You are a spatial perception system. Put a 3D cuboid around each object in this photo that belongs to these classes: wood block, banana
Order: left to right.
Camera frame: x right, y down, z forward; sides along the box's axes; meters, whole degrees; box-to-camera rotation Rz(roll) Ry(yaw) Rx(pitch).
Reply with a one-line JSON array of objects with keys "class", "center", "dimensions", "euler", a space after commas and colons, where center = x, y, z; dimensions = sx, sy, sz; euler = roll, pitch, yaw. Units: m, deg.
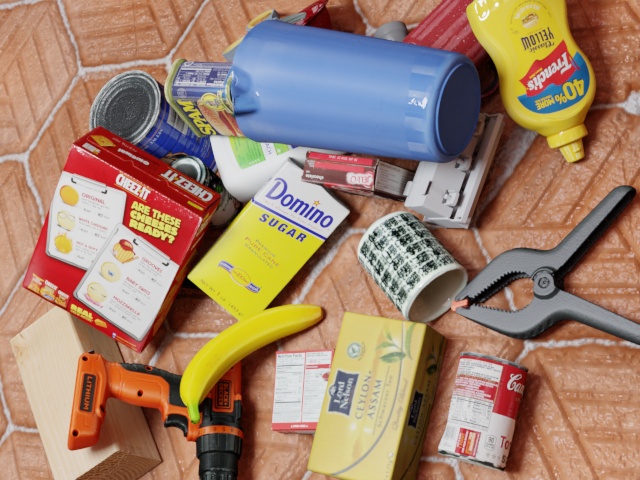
[{"class": "wood block", "center": [-0.277, 0.188, 1.253], "dimensions": [0.091, 0.090, 0.206], "euler": [-36, 59, 13]}, {"class": "banana", "center": [-0.086, 0.122, 1.161], "dimensions": [0.070, 0.037, 0.197], "euler": [37, 61, 25]}]

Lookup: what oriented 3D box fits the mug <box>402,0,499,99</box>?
[{"class": "mug", "center": [0.149, -0.202, 1.157], "dimensions": [0.081, 0.117, 0.093], "euler": [-45, 16, -12]}]

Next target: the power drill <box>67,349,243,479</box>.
[{"class": "power drill", "center": [-0.176, 0.196, 1.157], "dimensions": [0.187, 0.057, 0.184], "euler": [7, 58, -13]}]

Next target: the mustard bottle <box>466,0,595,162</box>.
[{"class": "mustard bottle", "center": [0.227, -0.171, 1.094], "dimensions": [0.096, 0.058, 0.191], "euler": [-23, 94, -5]}]

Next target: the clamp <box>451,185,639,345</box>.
[{"class": "clamp", "center": [0.233, 0.053, 1.054], "dimensions": [0.210, 0.036, 0.164], "euler": [-23, 63, 22]}]

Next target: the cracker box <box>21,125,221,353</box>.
[{"class": "cracker box", "center": [-0.227, 0.002, 1.211], "dimensions": [0.164, 0.072, 0.214], "euler": [30, 122, 2]}]

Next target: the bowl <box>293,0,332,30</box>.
[{"class": "bowl", "center": [-0.041, -0.216, 1.261], "dimensions": [0.162, 0.055, 0.162], "euler": [-35, 15, 11]}]

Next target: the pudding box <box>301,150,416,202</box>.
[{"class": "pudding box", "center": [0.046, -0.068, 1.153], "dimensions": [0.090, 0.113, 0.039], "euler": [11, 92, 31]}]

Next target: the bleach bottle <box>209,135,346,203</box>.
[{"class": "bleach bottle", "center": [-0.003, -0.139, 1.238], "dimensions": [0.251, 0.068, 0.102], "euler": [-26, 61, 16]}]

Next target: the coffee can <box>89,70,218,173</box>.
[{"class": "coffee can", "center": [-0.195, -0.130, 1.291], "dimensions": [0.103, 0.140, 0.103], "euler": [-10, 68, 25]}]

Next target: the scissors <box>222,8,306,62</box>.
[{"class": "scissors", "center": [-0.070, -0.242, 1.264], "dimensions": [0.096, 0.016, 0.202], "euler": [-42, 19, 1]}]

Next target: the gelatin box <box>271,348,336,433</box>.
[{"class": "gelatin box", "center": [-0.013, 0.163, 1.154], "dimensions": [0.073, 0.030, 0.089], "euler": [-6, 69, 28]}]

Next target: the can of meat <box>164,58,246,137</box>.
[{"class": "can of meat", "center": [-0.112, -0.159, 1.203], "dimensions": [0.084, 0.102, 0.057], "euler": [6, 64, 27]}]

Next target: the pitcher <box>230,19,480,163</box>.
[{"class": "pitcher", "center": [0.042, -0.154, 1.100], "dimensions": [0.243, 0.144, 0.149], "euler": [14, 74, 33]}]

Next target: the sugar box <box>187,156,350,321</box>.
[{"class": "sugar box", "center": [-0.058, 0.001, 1.201], "dimensions": [0.093, 0.048, 0.176], "euler": [40, 98, -8]}]

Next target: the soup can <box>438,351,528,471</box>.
[{"class": "soup can", "center": [0.157, 0.166, 1.037], "dimensions": [0.069, 0.068, 0.102], "euler": [9, 78, 31]}]
